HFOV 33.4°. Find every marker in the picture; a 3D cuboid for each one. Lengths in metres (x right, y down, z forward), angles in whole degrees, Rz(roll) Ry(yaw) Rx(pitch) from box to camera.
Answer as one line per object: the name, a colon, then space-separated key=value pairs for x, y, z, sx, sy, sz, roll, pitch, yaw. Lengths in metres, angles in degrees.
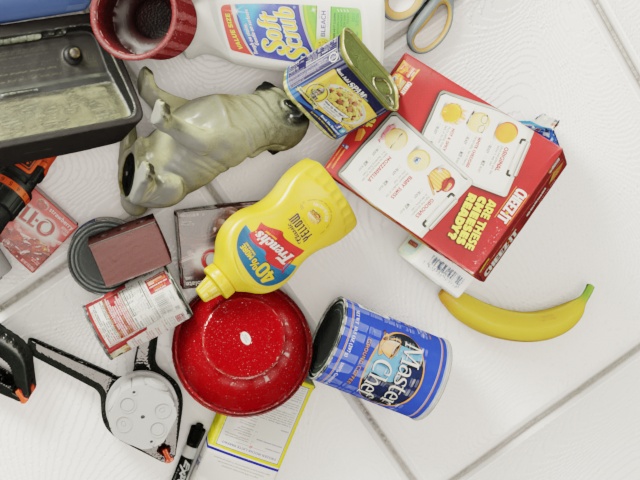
marker: x=-0.164 y=0.272 z=1.263 sx=0.020 sy=0.020 sz=0.121 roll=20 pitch=96 yaw=-13

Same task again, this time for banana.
banana: x=0.238 y=0.089 z=1.298 sx=0.197 sy=0.037 sz=0.069 roll=-1 pitch=83 yaw=-12

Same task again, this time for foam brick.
foam brick: x=-0.206 y=0.010 z=1.154 sx=0.078 sy=0.053 sz=0.051 roll=-21 pitch=103 yaw=-7

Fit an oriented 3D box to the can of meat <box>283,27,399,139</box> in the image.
can of meat: x=0.022 y=-0.164 z=1.145 sx=0.084 sy=0.057 sz=0.102 roll=-27 pitch=129 yaw=27

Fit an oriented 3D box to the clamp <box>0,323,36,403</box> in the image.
clamp: x=-0.367 y=0.104 z=1.171 sx=0.120 sy=0.039 sz=0.171 roll=-34 pitch=111 yaw=31

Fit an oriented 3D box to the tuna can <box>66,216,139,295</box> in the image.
tuna can: x=-0.240 y=0.017 z=1.196 sx=0.086 sy=0.034 sz=0.086 roll=-2 pitch=100 yaw=-10

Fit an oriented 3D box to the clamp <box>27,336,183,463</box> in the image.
clamp: x=-0.228 y=0.165 z=1.223 sx=0.164 sy=0.036 sz=0.210 roll=-20 pitch=100 yaw=-6

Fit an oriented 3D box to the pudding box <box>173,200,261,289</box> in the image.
pudding box: x=-0.107 y=0.004 z=1.214 sx=0.113 sy=0.039 sz=0.090 roll=-6 pitch=101 yaw=-10

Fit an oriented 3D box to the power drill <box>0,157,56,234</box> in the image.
power drill: x=-0.376 y=-0.101 z=1.107 sx=0.187 sy=0.057 sz=0.184 roll=36 pitch=61 yaw=-14

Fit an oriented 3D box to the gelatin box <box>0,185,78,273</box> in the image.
gelatin box: x=-0.324 y=-0.021 z=1.175 sx=0.073 sy=0.030 sz=0.089 roll=-46 pitch=105 yaw=0

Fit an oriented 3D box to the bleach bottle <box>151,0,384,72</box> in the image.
bleach bottle: x=-0.058 y=-0.226 z=1.171 sx=0.250 sy=0.068 sz=0.102 roll=-2 pitch=111 yaw=-6

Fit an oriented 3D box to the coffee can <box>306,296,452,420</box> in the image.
coffee can: x=0.067 y=0.137 z=1.239 sx=0.140 sy=0.103 sz=0.103 roll=23 pitch=95 yaw=-14

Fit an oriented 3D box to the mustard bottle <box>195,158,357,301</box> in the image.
mustard bottle: x=-0.058 y=0.002 z=1.175 sx=0.191 sy=0.058 sz=0.096 roll=-39 pitch=116 yaw=-10

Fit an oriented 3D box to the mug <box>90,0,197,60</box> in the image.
mug: x=-0.171 y=-0.238 z=1.094 sx=0.093 sy=0.081 sz=0.117 roll=33 pitch=102 yaw=8

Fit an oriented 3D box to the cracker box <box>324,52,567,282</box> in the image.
cracker box: x=0.136 y=-0.081 z=1.176 sx=0.214 sy=0.072 sz=0.164 roll=36 pitch=92 yaw=22

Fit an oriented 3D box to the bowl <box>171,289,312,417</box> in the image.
bowl: x=-0.087 y=0.115 z=1.197 sx=0.162 sy=0.055 sz=0.162 roll=1 pitch=73 yaw=-5

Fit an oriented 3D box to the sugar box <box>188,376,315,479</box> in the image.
sugar box: x=-0.083 y=0.228 z=1.257 sx=0.093 sy=0.048 sz=0.176 roll=22 pitch=98 yaw=-11

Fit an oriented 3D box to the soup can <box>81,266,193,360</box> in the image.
soup can: x=-0.199 y=0.077 z=1.167 sx=0.102 sy=0.068 sz=0.068 roll=-28 pitch=104 yaw=-6

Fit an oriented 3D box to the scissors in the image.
scissors: x=0.140 y=-0.312 z=1.215 sx=0.096 sy=0.016 sz=0.202 roll=25 pitch=95 yaw=-14
